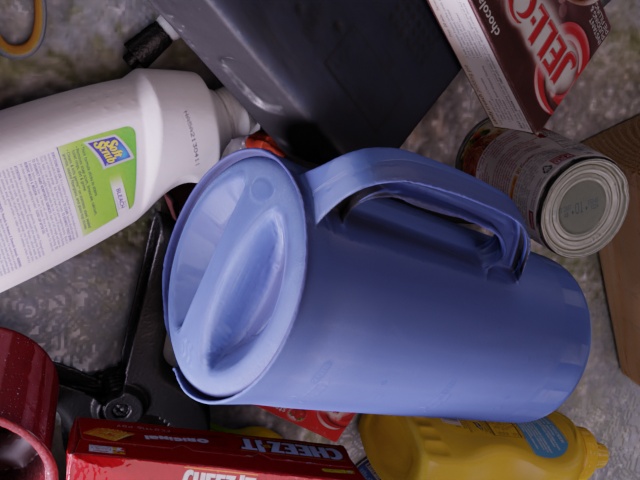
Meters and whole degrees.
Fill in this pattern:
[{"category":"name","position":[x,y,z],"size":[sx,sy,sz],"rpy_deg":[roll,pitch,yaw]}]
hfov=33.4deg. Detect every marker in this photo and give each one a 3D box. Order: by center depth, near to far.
[{"category":"marker","position":[-0.065,-0.140,0.607],"size":[0.121,0.020,0.020],"rpy_deg":[-42,121,-3]}]

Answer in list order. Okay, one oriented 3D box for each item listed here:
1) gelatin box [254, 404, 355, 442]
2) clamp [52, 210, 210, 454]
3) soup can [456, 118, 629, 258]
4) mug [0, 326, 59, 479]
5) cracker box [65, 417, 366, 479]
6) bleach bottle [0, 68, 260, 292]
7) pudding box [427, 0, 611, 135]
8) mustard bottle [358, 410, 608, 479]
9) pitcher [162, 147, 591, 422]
[{"category":"gelatin box","position":[-0.005,0.088,0.721],"size":[0.089,0.030,0.073],"rpy_deg":[31,96,-30]},{"category":"clamp","position":[-0.120,0.088,0.662],"size":[0.164,0.036,0.210],"rpy_deg":[-30,121,2]},{"category":"soup can","position":[0.142,-0.037,0.691],"size":[0.068,0.102,0.068],"rpy_deg":[-9,114,-21]},{"category":"mug","position":[-0.195,0.108,0.589],"size":[0.093,0.081,0.117],"rpy_deg":[32,115,-25]},{"category":"cracker box","position":[-0.075,0.217,0.606],"size":[0.164,0.072,0.214],"rpy_deg":[9,98,-13]},{"category":"bleach bottle","position":[-0.150,-0.028,0.592],"size":[0.250,0.068,0.102],"rpy_deg":[-22,131,-19]},{"category":"pudding box","position":[0.114,-0.130,0.605],"size":[0.090,0.039,0.113],"rpy_deg":[-54,129,-20]},{"category":"mustard bottle","position":[0.129,0.149,0.766],"size":[0.191,0.096,0.058],"rpy_deg":[9,107,-26]},{"category":"pitcher","position":[0.047,0.034,0.604],"size":[0.242,0.149,0.145],"rpy_deg":[14,89,-36]}]
